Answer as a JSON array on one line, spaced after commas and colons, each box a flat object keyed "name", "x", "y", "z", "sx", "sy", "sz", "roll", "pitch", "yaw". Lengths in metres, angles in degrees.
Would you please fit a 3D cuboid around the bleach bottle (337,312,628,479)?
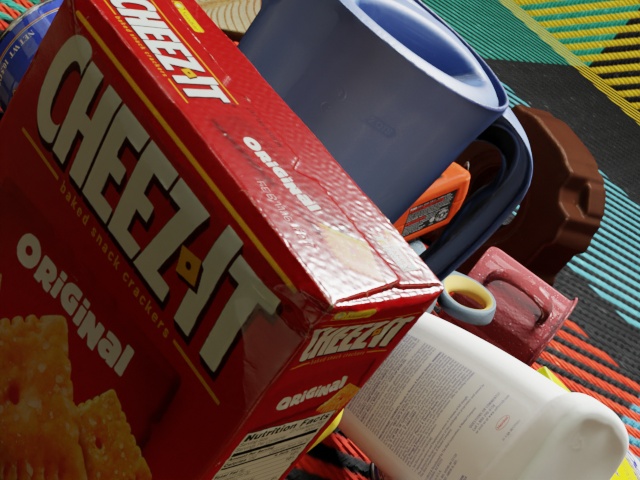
[{"name": "bleach bottle", "x": 0.053, "y": 0.080, "z": 0.625, "sx": 0.068, "sy": 0.102, "sz": 0.251, "roll": 39, "pitch": -1, "yaw": -40}]

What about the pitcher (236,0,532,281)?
[{"name": "pitcher", "x": -0.014, "y": -0.023, "z": 0.582, "sx": 0.144, "sy": 0.243, "sz": 0.149, "roll": 8, "pitch": 38, "yaw": -50}]

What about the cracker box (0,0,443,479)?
[{"name": "cracker box", "x": -0.080, "y": 0.036, "z": 0.417, "sx": 0.071, "sy": 0.214, "sz": 0.164, "roll": -6, "pitch": 50, "yaw": -52}]

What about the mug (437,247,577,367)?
[{"name": "mug", "x": 0.148, "y": 0.055, "z": 0.853, "sx": 0.081, "sy": 0.093, "sz": 0.117, "roll": 38, "pitch": -19, "yaw": 9}]
